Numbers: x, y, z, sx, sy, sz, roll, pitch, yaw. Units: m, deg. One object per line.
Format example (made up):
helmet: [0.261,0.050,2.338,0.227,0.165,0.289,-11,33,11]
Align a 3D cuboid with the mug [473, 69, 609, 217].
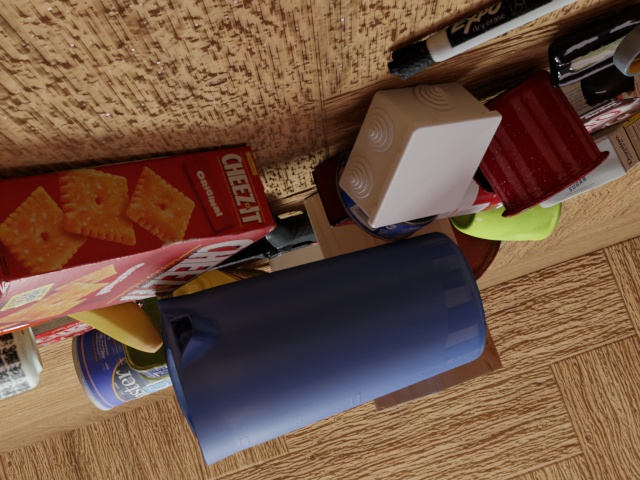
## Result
mug: [0.152,-0.073,0.819,0.093,0.081,0.117,-34,-177,-30]

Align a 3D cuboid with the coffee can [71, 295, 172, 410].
coffee can: [-0.208,0.130,1.265,0.140,0.103,0.102,-21,171,9]

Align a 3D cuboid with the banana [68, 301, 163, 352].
banana: [-0.211,0.046,0.812,0.197,0.069,0.037,10,155,-36]

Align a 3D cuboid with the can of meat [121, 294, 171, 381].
can of meat: [-0.177,0.090,1.100,0.057,0.102,0.084,-18,169,-3]

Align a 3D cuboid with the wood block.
wood block: [0.074,0.039,0.978,0.090,0.206,0.090,-11,168,-43]

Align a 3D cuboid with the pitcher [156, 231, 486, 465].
pitcher: [0.001,0.082,0.847,0.242,0.145,0.149,-17,-169,-8]

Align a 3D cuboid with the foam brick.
foam brick: [0.042,-0.047,0.891,0.078,0.053,0.051,-11,168,-42]

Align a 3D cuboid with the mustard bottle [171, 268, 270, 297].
mustard bottle: [-0.104,0.058,1.142,0.096,0.058,0.191,14,-178,21]

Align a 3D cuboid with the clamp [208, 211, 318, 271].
clamp: [-0.057,0.001,1.020,0.120,0.039,0.171,-17,173,26]

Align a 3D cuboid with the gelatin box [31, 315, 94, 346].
gelatin box: [-0.262,0.081,1.095,0.089,0.030,0.073,-20,171,2]

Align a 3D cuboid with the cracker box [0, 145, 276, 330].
cracker box: [-0.162,0.007,0.730,0.213,0.072,0.164,-12,169,-42]

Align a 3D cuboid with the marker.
marker: [0.095,-0.126,0.635,0.121,0.020,0.020,-22,170,21]

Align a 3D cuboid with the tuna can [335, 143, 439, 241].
tuna can: [0.056,-0.045,0.827,0.085,0.086,0.034,-12,167,-37]

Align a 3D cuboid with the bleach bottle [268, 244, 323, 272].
bleach bottle: [0.029,0.023,1.251,0.103,0.068,0.250,-20,173,18]
